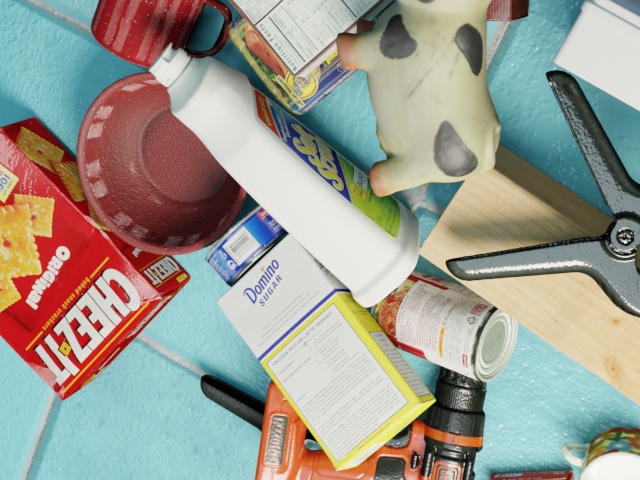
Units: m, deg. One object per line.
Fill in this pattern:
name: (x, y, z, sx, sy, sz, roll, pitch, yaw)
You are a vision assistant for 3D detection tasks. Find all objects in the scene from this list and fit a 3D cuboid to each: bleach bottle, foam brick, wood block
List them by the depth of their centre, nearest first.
foam brick: (0.126, -0.193, 0.803, 0.051, 0.078, 0.053, 6, 106, 19)
wood block: (0.192, 0.022, 0.830, 0.206, 0.090, 0.090, 35, 113, 8)
bleach bottle: (-0.032, -0.060, 0.845, 0.250, 0.102, 0.068, 40, 116, -15)

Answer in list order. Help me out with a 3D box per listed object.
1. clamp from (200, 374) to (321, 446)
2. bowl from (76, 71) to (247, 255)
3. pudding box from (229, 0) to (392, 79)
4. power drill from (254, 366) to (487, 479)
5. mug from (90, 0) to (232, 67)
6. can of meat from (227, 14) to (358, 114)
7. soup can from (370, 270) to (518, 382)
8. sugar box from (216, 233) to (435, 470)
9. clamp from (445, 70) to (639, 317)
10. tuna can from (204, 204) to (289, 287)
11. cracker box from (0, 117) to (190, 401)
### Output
clamp: (-0.033, 0.169, 0.979, 0.120, 0.039, 0.171, -22, 92, 24)
bowl: (-0.130, -0.071, 0.937, 0.162, 0.055, 0.162, 5, 107, 16)
pudding box: (-0.004, -0.191, 0.808, 0.114, 0.039, 0.090, -39, 91, 15)
power drill: (0.045, 0.167, 0.915, 0.188, 0.057, 0.184, 10, 90, 8)
mug: (-0.131, -0.193, 0.894, 0.117, 0.093, 0.082, 23, 117, -9)
can of meat: (-0.014, -0.165, 0.872, 0.084, 0.057, 0.102, -37, 90, 26)
soup can: (0.101, 0.068, 0.871, 0.102, 0.068, 0.068, 19, 111, 36)
sugar box: (0.003, 0.089, 0.869, 0.093, 0.048, 0.176, -42, 69, 16)
clamp: (0.212, -0.015, 0.750, 0.210, 0.036, 0.165, 22, 101, 9)
tuna can: (-0.056, 0.001, 0.915, 0.086, 0.086, 0.034, -44, 85, 24)
cracker box: (-0.255, 0.019, 0.999, 0.214, 0.072, 0.164, 46, 114, 2)
